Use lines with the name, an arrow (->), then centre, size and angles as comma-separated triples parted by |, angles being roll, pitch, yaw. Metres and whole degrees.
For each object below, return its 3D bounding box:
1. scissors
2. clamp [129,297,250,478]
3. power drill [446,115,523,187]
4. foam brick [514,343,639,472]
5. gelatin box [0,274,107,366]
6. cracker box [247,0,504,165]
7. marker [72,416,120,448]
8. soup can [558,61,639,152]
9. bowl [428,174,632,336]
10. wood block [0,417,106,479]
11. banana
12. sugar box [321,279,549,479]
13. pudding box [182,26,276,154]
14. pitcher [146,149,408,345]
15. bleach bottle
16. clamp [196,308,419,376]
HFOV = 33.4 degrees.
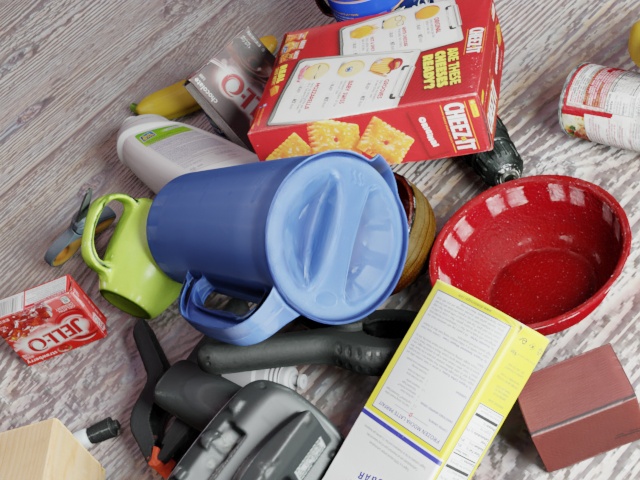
scissors -> -0.228, -0.028, 1.076 | 0.096, 0.016, 0.202 | -39, -1, -38
clamp -> -0.133, 0.126, 0.940 | 0.120, 0.039, 0.171 | -11, 46, 33
power drill -> 0.082, -0.077, 1.007 | 0.187, 0.057, 0.184 | -25, 38, 1
foam brick -> 0.183, 0.120, 0.759 | 0.078, 0.053, 0.051 | -22, 42, 6
gelatin box -> -0.262, 0.078, 1.032 | 0.089, 0.073, 0.030 | -20, 43, 9
cracker box -> 0.056, -0.140, 0.989 | 0.214, 0.072, 0.164 | -7, 42, 21
marker -> -0.233, 0.186, 0.950 | 0.121, 0.020, 0.020 | -24, 42, 6
soup can -> 0.269, -0.114, 0.930 | 0.102, 0.068, 0.068 | 20, 61, 40
bowl -> 0.172, 0.023, 0.858 | 0.162, 0.055, 0.162 | -16, 43, 15
wood block -> -0.236, 0.256, 0.830 | 0.091, 0.090, 0.206 | -17, 42, 13
banana -> -0.139, -0.185, 1.249 | 0.198, 0.037, 0.069 | -23, 42, 7
sugar box -> 0.081, 0.125, 0.771 | 0.093, 0.048, 0.176 | 29, 90, 51
pudding box -> -0.075, -0.153, 1.129 | 0.090, 0.113, 0.039 | -46, 10, -18
pitcher -> -0.056, 0.001, 0.896 | 0.149, 0.145, 0.243 | -5, 4, -34
bleach bottle -> -0.145, -0.087, 1.134 | 0.102, 0.068, 0.251 | -18, 30, -25
clamp -> 0.016, 0.082, 0.863 | 0.210, 0.036, 0.164 | 7, 20, 27
